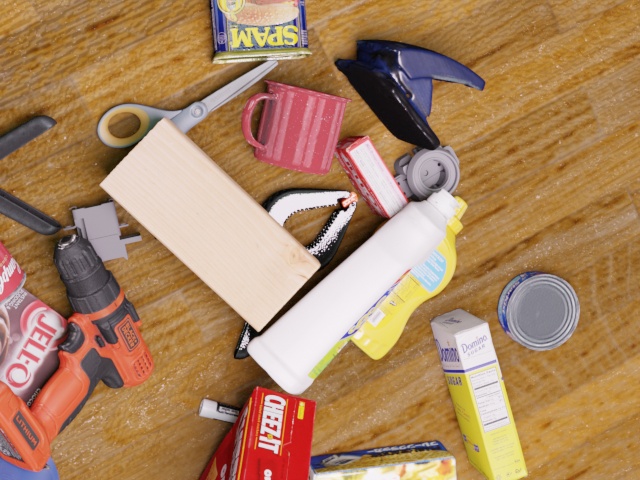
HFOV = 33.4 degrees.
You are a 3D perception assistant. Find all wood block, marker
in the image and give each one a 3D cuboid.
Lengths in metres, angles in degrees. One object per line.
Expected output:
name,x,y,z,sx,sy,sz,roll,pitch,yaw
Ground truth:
wood block,-0.107,-0.018,1.053,0.206,0.090,0.091,43,90,-7
marker,-0.071,0.194,1.152,0.121,0.020,0.020,17,93,-12

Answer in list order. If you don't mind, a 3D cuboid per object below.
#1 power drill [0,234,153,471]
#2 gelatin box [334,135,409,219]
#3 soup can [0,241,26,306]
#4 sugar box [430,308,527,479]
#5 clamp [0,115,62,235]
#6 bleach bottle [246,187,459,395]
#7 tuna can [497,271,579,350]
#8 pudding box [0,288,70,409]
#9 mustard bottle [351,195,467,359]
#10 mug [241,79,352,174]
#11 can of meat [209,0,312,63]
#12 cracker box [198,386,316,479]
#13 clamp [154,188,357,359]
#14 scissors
power drill,-0.251,0.112,1.026,0.187,0.057,0.184,-48,130,-35
gelatin box,0.052,-0.067,1.118,0.030,0.073,0.089,-35,101,-6
soup can,-0.344,0.014,1.039,0.068,0.069,0.102,-32,120,-6
sugar box,0.170,0.168,1.158,0.048,0.093,0.176,-20,99,-8
clamp,-0.338,-0.054,1.063,0.171,0.039,0.120,-9,99,-2
bleach bottle,0.041,0.043,1.060,0.251,0.102,0.068,-45,79,-2
tuna can,0.242,0.078,1.191,0.086,0.034,0.086,-1,97,-11
pudding box,-0.305,0.114,1.068,0.090,0.039,0.113,38,64,-12
mustard bottle,0.088,0.028,1.143,0.096,0.058,0.191,42,88,-5
mug,-0.030,-0.116,1.084,0.117,0.093,0.081,6,101,-42
can of meat,-0.063,-0.227,1.088,0.102,0.057,0.084,-5,95,-11
cracker box,-0.077,0.267,1.035,0.072,0.164,0.214,17,137,-12
clamp,-0.057,0.001,1.124,0.210,0.036,0.164,-40,100,-3
scissors,-0.145,-0.140,1.092,0.096,0.016,0.202,42,94,-8
